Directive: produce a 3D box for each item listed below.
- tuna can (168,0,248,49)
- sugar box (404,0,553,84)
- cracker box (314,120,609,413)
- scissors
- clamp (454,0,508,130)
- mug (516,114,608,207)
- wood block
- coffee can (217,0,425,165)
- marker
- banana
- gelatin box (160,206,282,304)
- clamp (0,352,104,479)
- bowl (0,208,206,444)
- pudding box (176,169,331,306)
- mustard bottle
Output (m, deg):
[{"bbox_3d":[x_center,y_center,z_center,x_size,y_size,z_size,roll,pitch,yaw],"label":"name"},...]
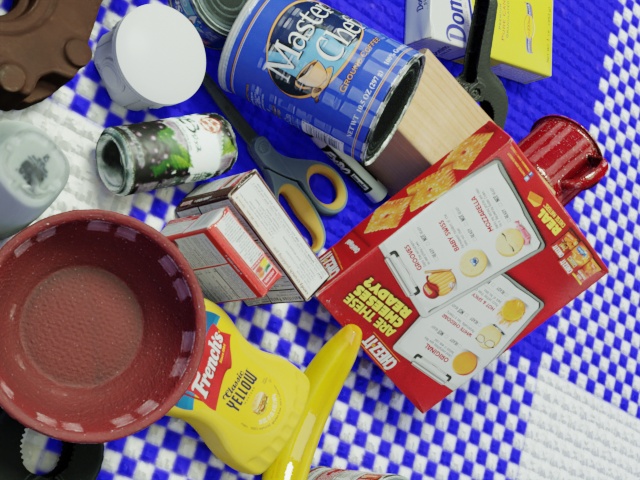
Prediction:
[{"bbox_3d":[-0.085,-0.210,0.915,0.085,0.034,0.086,6,81,-37],"label":"tuna can"},{"bbox_3d":[0.166,-0.228,1.104,0.175,0.048,0.093,9,79,-38],"label":"sugar box"},{"bbox_3d":[0.120,0.025,0.952,0.214,0.072,0.164,-39,112,7],"label":"cracker box"},{"bbox_3d":[-0.037,-0.083,0.947,0.096,0.016,0.202,-34,105,-37],"label":"scissors"},{"bbox_3d":[0.133,-0.150,1.052,0.120,0.039,0.171,-22,119,-11],"label":"clamp"},{"bbox_3d":[0.240,-0.069,1.098,0.081,0.117,0.093,-38,119,-29],"label":"mug"},{"bbox_3d":[0.120,-0.073,1.019,0.206,0.091,0.090,43,61,-25],"label":"wood block"},{"bbox_3d":[0.001,-0.139,0.881,0.140,0.103,0.102,29,61,10],"label":"coffee can"},{"bbox_3d":[0.017,-0.079,0.986,0.121,0.020,0.020,43,60,-25],"label":"marker"},{"bbox_3d":[-0.011,0.165,0.900,0.037,0.070,0.197,31,66,-30],"label":"banana"},{"bbox_3d":[-0.084,0.014,0.851,0.073,0.089,0.030,52,56,-20],"label":"gelatin box"},{"bbox_3d":[-0.213,0.186,0.763,0.164,0.036,0.210,4,79,-35],"label":"clamp"},{"bbox_3d":[-0.165,0.061,0.756,0.162,0.055,0.162,2,84,-20],"label":"bowl"},{"bbox_3d":[-0.056,0.001,0.874,0.039,0.090,0.113,-49,112,-31],"label":"pudding box"},{"bbox_3d":[-0.099,0.099,0.849,0.191,0.058,0.096,42,66,-26],"label":"mustard bottle"}]
